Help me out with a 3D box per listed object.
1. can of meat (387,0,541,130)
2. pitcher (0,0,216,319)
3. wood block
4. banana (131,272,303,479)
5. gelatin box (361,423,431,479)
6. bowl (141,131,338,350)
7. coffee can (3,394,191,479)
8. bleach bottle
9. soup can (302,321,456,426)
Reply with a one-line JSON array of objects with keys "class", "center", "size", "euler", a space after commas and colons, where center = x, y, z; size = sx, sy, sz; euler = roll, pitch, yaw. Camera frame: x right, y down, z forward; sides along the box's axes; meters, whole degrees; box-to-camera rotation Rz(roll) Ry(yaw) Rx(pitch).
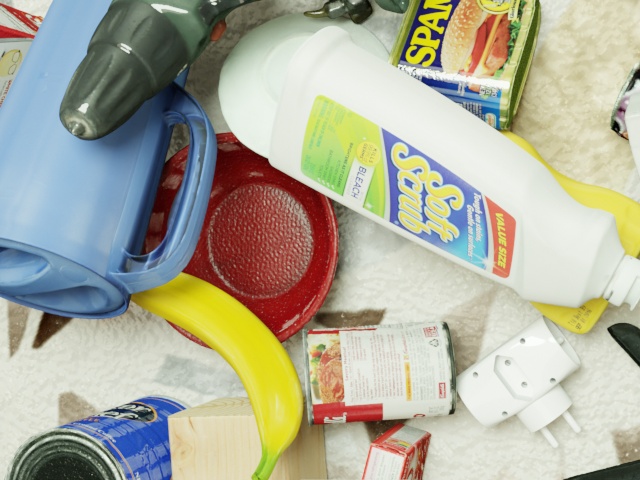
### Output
[{"class": "can of meat", "center": [0.098, -0.128, 0.726], "size": [0.084, 0.057, 0.102], "euler": [13, 65, 16]}, {"class": "pitcher", "center": [-0.157, -0.073, 0.756], "size": [0.145, 0.149, 0.242], "euler": [-27, 44, 57]}, {"class": "wood block", "center": [-0.046, 0.223, 0.784], "size": [0.091, 0.090, 0.206], "euler": [-5, 89, 19]}, {"class": "banana", "center": [-0.068, 0.074, 0.739], "size": [0.198, 0.069, 0.037], "euler": [48, 150, 31]}, {"class": "gelatin box", "center": [0.049, 0.181, 0.758], "size": [0.030, 0.073, 0.089], "euler": [14, 96, 19]}, {"class": "bowl", "center": [-0.055, 0.001, 0.799], "size": [0.162, 0.055, 0.162], "euler": [1, 92, 19]}, {"class": "coffee can", "center": [-0.151, 0.176, 0.793], "size": [0.103, 0.140, 0.103], "euler": [1, 92, 19]}, {"class": "bleach bottle", "center": [0.091, -0.035, 0.669], "size": [0.251, 0.068, 0.103], "euler": [29, 133, 15]}, {"class": "soup can", "center": [0.040, 0.092, 0.747], "size": [0.102, 0.068, 0.068], "euler": [-4, 90, 0]}]
